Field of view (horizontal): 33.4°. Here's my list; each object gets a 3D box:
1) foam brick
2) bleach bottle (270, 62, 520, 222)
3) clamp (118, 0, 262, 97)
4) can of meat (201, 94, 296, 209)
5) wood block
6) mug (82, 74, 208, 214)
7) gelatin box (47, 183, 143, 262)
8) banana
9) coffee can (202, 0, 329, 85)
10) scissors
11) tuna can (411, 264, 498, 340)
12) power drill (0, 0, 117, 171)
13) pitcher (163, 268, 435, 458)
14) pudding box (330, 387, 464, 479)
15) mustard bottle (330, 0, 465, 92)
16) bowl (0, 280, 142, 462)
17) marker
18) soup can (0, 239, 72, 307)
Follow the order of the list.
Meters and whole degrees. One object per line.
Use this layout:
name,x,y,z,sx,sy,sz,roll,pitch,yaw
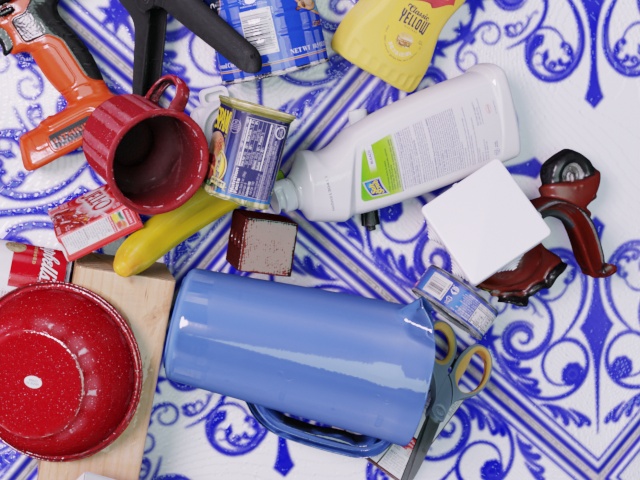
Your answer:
foam brick,-0.057,0.001,1.014,0.051,0.078,0.053,7,95,-14
bleach bottle,0.066,-0.087,1.019,0.250,0.068,0.102,-20,105,-18
clamp,-0.134,-0.214,0.942,0.036,0.165,0.210,-21,98,-50
can of meat,-0.066,-0.077,0.926,0.057,0.102,0.084,13,98,-16
wood block,-0.201,0.122,0.991,0.090,0.091,0.206,10,97,-15
mug,-0.150,-0.089,0.921,0.093,0.082,0.117,20,99,-38
gelatin box,-0.205,-0.021,0.967,0.073,0.089,0.030,-26,114,-9
banana,-0.123,-0.021,0.982,0.197,0.070,0.037,-36,100,-34
coffee can,-0.056,-0.220,0.965,0.102,0.103,0.140,-15,102,-11
scissors,0.106,0.151,1.055,0.096,0.016,0.201,52,47,1
tuna can,0.134,0.061,1.066,0.086,0.086,0.034,37,87,-16
power drill,-0.271,-0.160,0.945,0.184,0.057,0.187,-27,104,-8
pitcher,-0.020,0.112,1.003,0.243,0.145,0.149,13,76,-2
pudding box,0.079,0.178,1.095,0.090,0.039,0.113,38,86,-14
mustard bottle,0.095,-0.242,1.003,0.096,0.058,0.192,24,102,-31
bowl,-0.236,0.117,0.910,0.162,0.055,0.162,1,95,7
marker,0.044,-0.069,1.057,0.020,0.020,0.121,-10,101,-12
soup can,-0.282,0.034,0.968,0.102,0.068,0.068,11,96,-15
